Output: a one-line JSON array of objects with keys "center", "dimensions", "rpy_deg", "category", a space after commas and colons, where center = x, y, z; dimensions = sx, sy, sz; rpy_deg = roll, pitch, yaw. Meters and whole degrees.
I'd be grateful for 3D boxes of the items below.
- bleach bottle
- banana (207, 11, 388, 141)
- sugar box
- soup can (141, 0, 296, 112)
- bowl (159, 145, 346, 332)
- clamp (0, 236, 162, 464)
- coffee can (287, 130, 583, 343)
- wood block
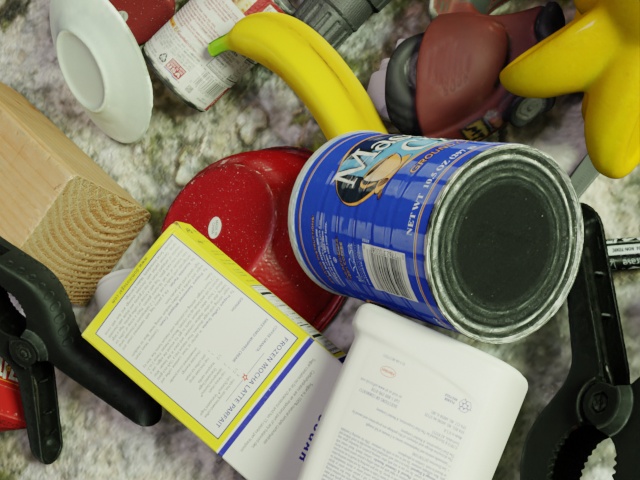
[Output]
[{"center": [0.015, 0.166, 0.560], "dimensions": [0.103, 0.068, 0.251], "rpy_deg": [23, 82, 26], "category": "bleach bottle"}, {"center": [0.001, -0.088, 0.698], "dimensions": [0.198, 0.037, 0.070], "rpy_deg": [50, 143, 20], "category": "banana"}, {"center": [-0.048, 0.078, 0.650], "dimensions": [0.176, 0.048, 0.093], "rpy_deg": [40, 96, 7], "category": "sugar box"}, {"center": [-0.072, -0.151, 0.782], "dimensions": [0.102, 0.068, 0.068], "rpy_deg": [-42, 56, 12], "category": "soup can"}, {"center": [-0.055, 0.001, 0.719], "dimensions": [0.162, 0.055, 0.162], "rpy_deg": [-12, 65, 27], "category": "bowl"}, {"center": [-0.195, 0.078, 0.732], "dimensions": [0.120, 0.039, 0.171], "rpy_deg": [-35, 92, 27], "category": "clamp"}, {"center": [0.059, -0.007, 0.595], "dimensions": [0.141, 0.102, 0.103], "rpy_deg": [15, 78, 59], "category": "coffee can"}, {"center": [-0.238, -0.050, 0.828], "dimensions": [0.206, 0.090, 0.091], "rpy_deg": [39, 95, 35], "category": "wood block"}]
